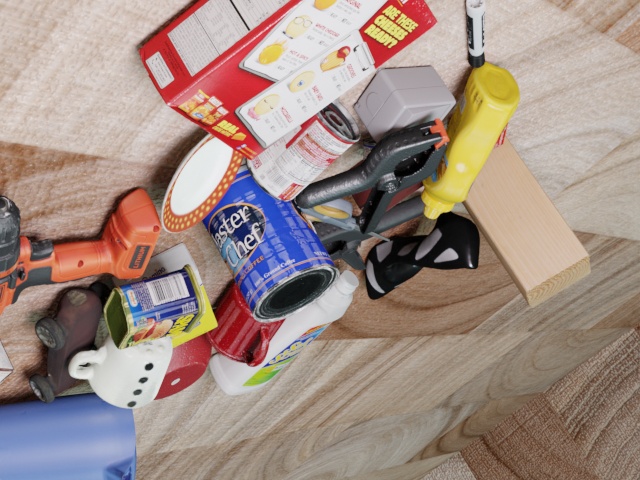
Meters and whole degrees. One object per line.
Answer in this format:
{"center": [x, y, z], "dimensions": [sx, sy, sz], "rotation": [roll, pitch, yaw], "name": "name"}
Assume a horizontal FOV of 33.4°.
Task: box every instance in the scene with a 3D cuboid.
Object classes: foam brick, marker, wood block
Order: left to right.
{"center": [0.074, -0.071, 1.267], "dimensions": [0.078, 0.051, 0.053], "rotation": [-34, 158, 9], "name": "foam brick"}
{"center": [0.163, -0.216, 1.116], "dimensions": [0.020, 0.020, 0.121], "rotation": [-29, 158, -3], "name": "marker"}
{"center": [0.249, -0.029, 1.367], "dimensions": [0.091, 0.206, 0.090], "rotation": [-32, 158, 4], "name": "wood block"}

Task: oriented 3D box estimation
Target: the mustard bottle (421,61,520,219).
{"center": [0.162, -0.102, 1.217], "dimensions": [0.058, 0.096, 0.192], "rotation": [18, 126, -9], "name": "mustard bottle"}

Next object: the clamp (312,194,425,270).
{"center": [0.031, 0.003, 1.389], "dimensions": [0.209, 0.036, 0.165], "rotation": [-11, 154, -39], "name": "clamp"}

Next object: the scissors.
{"center": [0.039, -0.025, 1.265], "dimensions": [0.201, 0.016, 0.096], "rotation": [15, 167, -37], "name": "scissors"}

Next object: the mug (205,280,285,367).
{"center": [-0.089, 0.105, 1.359], "dimensions": [0.093, 0.117, 0.082], "rotation": [12, 132, -28], "name": "mug"}

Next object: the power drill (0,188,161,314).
{"center": [-0.251, 0.003, 1.018], "dimensions": [0.187, 0.057, 0.185], "rotation": [-13, 155, -31], "name": "power drill"}

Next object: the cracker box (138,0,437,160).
{"center": [-0.024, -0.174, 0.905], "dimensions": [0.214, 0.072, 0.164], "rotation": [-36, 157, 11], "name": "cracker box"}

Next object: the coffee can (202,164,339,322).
{"center": [-0.057, 0.001, 1.139], "dimensions": [0.102, 0.140, 0.103], "rotation": [-25, 157, -12], "name": "coffee can"}

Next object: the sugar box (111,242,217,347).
{"center": [-0.181, 0.074, 1.264], "dimensions": [0.093, 0.048, 0.176], "rotation": [-27, 158, -9], "name": "sugar box"}

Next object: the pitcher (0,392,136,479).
{"center": [-0.346, 0.247, 1.282], "dimensions": [0.242, 0.145, 0.149], "rotation": [-2, 160, -18], "name": "pitcher"}

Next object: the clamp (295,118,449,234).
{"center": [0.070, -0.064, 1.130], "dimensions": [0.172, 0.039, 0.120], "rotation": [-29, 152, 22], "name": "clamp"}

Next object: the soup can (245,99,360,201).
{"center": [-0.019, -0.095, 1.080], "dimensions": [0.102, 0.068, 0.068], "rotation": [-41, 155, 25], "name": "soup can"}

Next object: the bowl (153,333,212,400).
{"center": [-0.204, 0.164, 1.412], "dimensions": [0.162, 0.055, 0.162], "rotation": [-26, 158, -12], "name": "bowl"}

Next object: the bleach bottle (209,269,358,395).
{"center": [-0.043, 0.124, 1.497], "dimensions": [0.251, 0.068, 0.102], "rotation": [-42, 158, 31], "name": "bleach bottle"}

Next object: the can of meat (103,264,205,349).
{"center": [-0.177, 0.073, 1.129], "dimensions": [0.083, 0.057, 0.102], "rotation": [-15, 165, -25], "name": "can of meat"}
